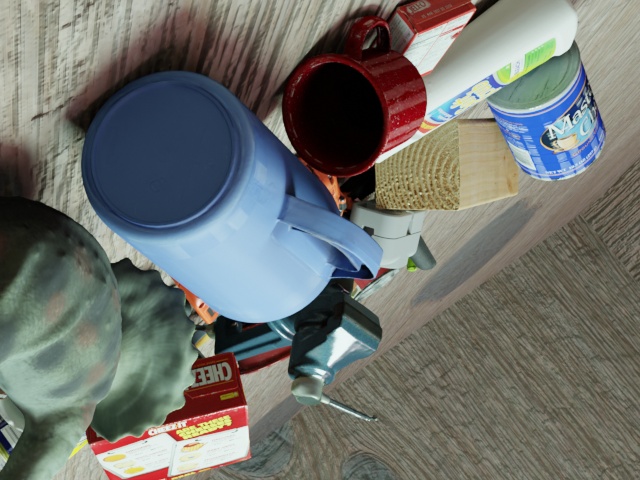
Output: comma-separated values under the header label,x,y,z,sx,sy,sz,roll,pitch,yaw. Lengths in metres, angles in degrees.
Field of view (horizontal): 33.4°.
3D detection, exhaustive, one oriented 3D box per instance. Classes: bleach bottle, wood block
label,x,y,z,sx,sy,sz,roll,pitch,yaw
bleach bottle,0.116,-0.144,0.989,0.251,0.068,0.102,-35,169,-1
wood block,0.139,-0.085,1.135,0.091,0.090,0.205,1,-173,27

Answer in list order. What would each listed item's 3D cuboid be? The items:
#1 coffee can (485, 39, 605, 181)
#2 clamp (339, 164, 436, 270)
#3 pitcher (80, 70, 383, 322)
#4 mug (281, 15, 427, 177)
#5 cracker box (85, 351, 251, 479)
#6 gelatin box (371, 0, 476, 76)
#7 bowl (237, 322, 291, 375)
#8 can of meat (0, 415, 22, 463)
label,x,y,z,sx,sy,sz,roll,pitch,yaw
coffee can,0.229,-0.139,1.097,0.103,0.103,0.140,-38,143,3
clamp,0.086,-0.053,1.210,0.209,0.036,0.164,9,92,-53
pitcher,-0.059,-0.023,0.728,0.149,0.145,0.242,-28,164,4
mug,0.031,-0.114,0.817,0.081,0.093,0.117,-30,131,-54
cracker box,-0.163,0.202,1.169,0.164,0.072,0.214,-13,155,-9
gelatin box,0.077,-0.163,0.872,0.073,0.030,0.089,-28,165,-34
bowl,-0.056,0.123,1.461,0.162,0.055,0.162,-27,-176,2
can of meat,-0.290,0.191,1.088,0.083,0.057,0.102,-36,168,-17
